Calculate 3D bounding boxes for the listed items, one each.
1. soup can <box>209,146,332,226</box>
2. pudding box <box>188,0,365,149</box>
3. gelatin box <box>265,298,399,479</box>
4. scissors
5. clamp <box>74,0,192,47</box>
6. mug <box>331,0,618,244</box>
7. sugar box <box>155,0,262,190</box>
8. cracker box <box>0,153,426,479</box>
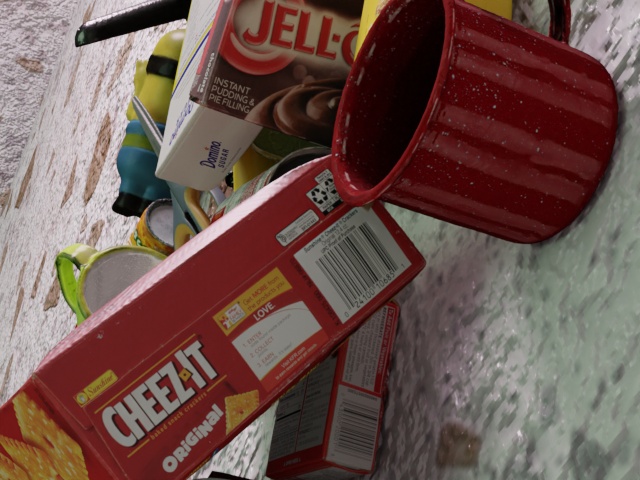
[{"bbox_3d":[-0.019,-0.008,0.612,0.102,0.068,0.068,-25,51,64],"label":"soup can"},{"bbox_3d":[-0.006,-0.101,0.588,0.039,0.113,0.090,29,101,65],"label":"pudding box"},{"bbox_3d":[0.006,0.076,0.537,0.073,0.030,0.089,-35,39,59],"label":"gelatin box"},{"bbox_3d":[-0.124,-0.038,0.888,0.202,0.016,0.096,43,127,45],"label":"scissors"},{"bbox_3d":[-0.107,-0.196,0.901,0.036,0.164,0.210,4,67,48],"label":"clamp"},{"bbox_3d":[0.064,-0.058,0.421,0.093,0.081,0.117,10,84,69],"label":"mug"},{"bbox_3d":[-0.058,-0.127,0.681,0.093,0.048,0.176,-44,36,53],"label":"sugar box"},{"bbox_3d":[-0.073,0.058,0.493,0.164,0.072,0.214,-39,3,-32],"label":"cracker box"}]
